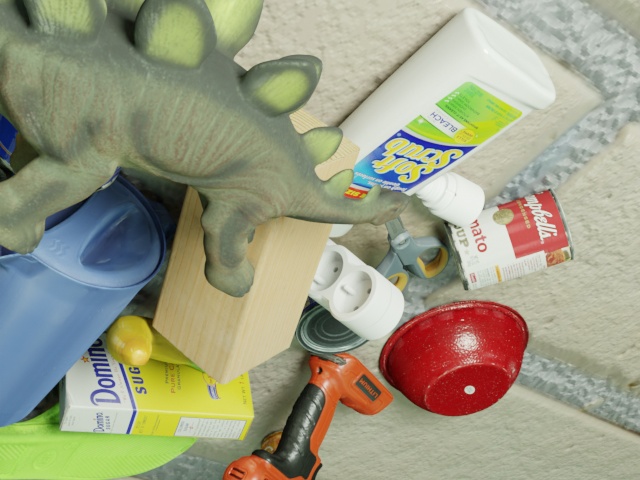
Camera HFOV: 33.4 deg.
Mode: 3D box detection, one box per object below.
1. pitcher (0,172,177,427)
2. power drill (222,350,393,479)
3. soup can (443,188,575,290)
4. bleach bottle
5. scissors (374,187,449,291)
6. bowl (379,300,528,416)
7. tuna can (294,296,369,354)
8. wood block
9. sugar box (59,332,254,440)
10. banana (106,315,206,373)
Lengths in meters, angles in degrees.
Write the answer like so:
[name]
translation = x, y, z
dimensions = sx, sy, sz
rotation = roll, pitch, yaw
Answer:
[pitcher]
translation = -0.232, 0.051, 0.893
dimensions = 0.149, 0.145, 0.243
rotation = 27, 129, -20
[power drill]
translation = 0.000, 0.216, 1.074
dimensions = 0.057, 0.187, 0.184
rotation = 12, 153, 41
[soup can]
translation = 0.170, 0.000, 0.966
dimensions = 0.102, 0.068, 0.068
rotation = -17, 137, 5
[bleach bottle]
translation = 0.063, -0.074, 0.870
dimensions = 0.102, 0.068, 0.251
rotation = 25, 128, -36
[scissors]
translation = 0.057, 0.012, 0.935
dimensions = 0.096, 0.016, 0.201
rotation = -41, 152, 12
[bowl]
translation = 0.146, 0.135, 1.110
dimensions = 0.162, 0.055, 0.162
rotation = -7, 137, -7
[tuna can]
translation = 0.014, 0.072, 1.028
dimensions = 0.086, 0.034, 0.086
rotation = -7, 136, -7
[wood block]
translation = -0.056, 0.001, 0.855
dimensions = 0.090, 0.090, 0.206
rotation = -25, 143, -47
[sugar box]
translation = -0.156, 0.137, 1.013
dimensions = 0.176, 0.093, 0.048
rotation = 8, 132, -21
[banana]
translation = -0.148, 0.088, 0.926
dimensions = 0.070, 0.037, 0.197
rotation = 18, 177, 13
